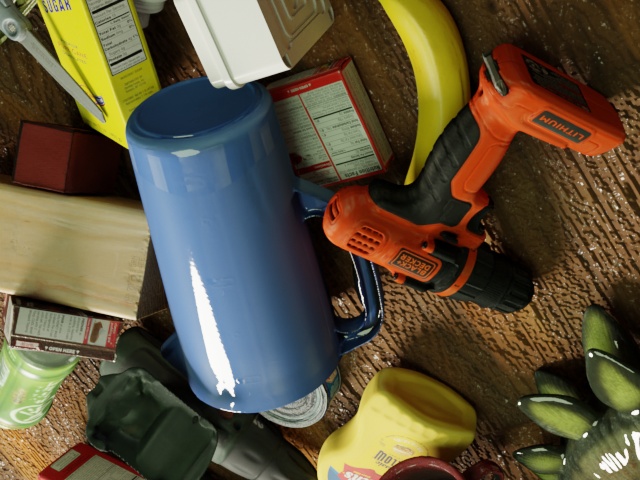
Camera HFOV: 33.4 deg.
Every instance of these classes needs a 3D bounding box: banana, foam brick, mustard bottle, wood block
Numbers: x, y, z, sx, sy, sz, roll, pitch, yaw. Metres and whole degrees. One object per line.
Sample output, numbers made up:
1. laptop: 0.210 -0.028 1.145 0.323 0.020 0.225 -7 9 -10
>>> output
1. banana: 0.076 -0.101 0.764 0.070 0.037 0.198 10 124 38
2. foam brick: -0.206 -0.068 0.873 0.053 0.078 0.051 11 95 20
3. mustard bottle: 0.051 0.196 0.944 0.096 0.058 0.192 25 129 -9
4. wood block: -0.230 -0.001 0.894 0.206 0.090 0.090 11 95 9

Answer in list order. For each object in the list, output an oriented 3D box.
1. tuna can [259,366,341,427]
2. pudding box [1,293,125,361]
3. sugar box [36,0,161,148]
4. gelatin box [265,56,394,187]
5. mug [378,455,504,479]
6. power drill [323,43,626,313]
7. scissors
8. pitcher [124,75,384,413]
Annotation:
1. tuna can: -0.027 0.124 0.950 0.086 0.033 0.086 11 124 17
2. pudding box: -0.218 0.067 0.894 0.090 0.114 0.039 10 96 -19
3. sugar box: -0.171 -0.160 0.794 0.093 0.048 0.176 28 145 47
4. gelatin box: 0.006 -0.086 0.806 0.073 0.030 0.089 -14 117 30
5. mug: 0.105 0.226 0.881 0.093 0.117 0.081 46 -178 39
6. power drill: 0.122 -0.033 0.749 0.184 0.057 0.188 22 124 -27
7. scissors: -0.224 -0.178 0.785 0.202 0.016 0.096 34 124 5
8. pitcher: -0.055 0.001 0.813 0.145 0.149 0.243 28 141 44
